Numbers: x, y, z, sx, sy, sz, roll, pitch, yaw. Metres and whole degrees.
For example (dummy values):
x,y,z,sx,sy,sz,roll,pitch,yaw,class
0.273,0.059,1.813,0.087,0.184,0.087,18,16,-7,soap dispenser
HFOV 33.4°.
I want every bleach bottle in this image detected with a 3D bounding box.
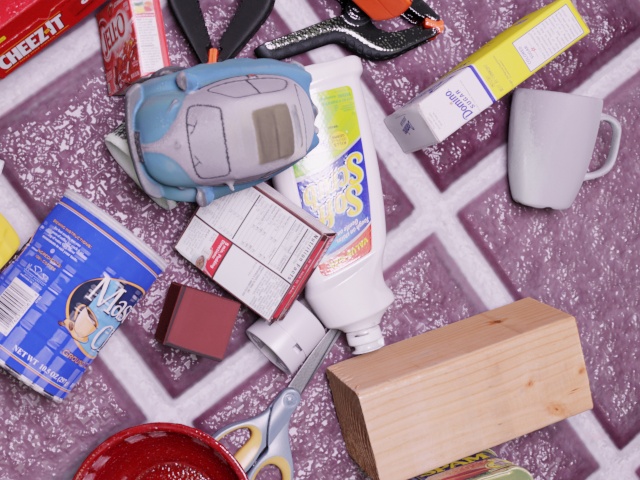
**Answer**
x,y,z,sx,sy,sz,roll,pitch,yaw,class
0.017,-0.027,0.936,0.102,0.068,0.251,-16,92,-10,bleach bottle

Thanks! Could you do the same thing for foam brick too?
x,y,z,sx,sy,sz,roll,pitch,yaw,class
-0.105,0.068,0.900,0.051,0.078,0.053,18,86,-14,foam brick

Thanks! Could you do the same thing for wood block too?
x,y,z,sx,sy,sz,roll,pitch,yaw,class
0.122,0.129,0.942,0.206,0.091,0.090,-18,104,-14,wood block

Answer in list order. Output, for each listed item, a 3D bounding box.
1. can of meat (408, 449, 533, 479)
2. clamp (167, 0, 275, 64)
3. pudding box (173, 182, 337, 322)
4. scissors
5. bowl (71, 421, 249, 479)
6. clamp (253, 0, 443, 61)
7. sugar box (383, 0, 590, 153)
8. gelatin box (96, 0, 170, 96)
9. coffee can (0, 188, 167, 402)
x,y,z,sx,sy,sz,roll,pitch,yaw,class
0.133,0.229,0.953,0.102,0.084,0.057,-13,92,-14,can of meat
-0.072,-0.249,0.922,0.164,0.036,0.210,-1,87,-1,clamp
-0.056,0.001,0.898,0.113,0.039,0.090,35,101,15,pudding box
-0.022,0.161,0.950,0.201,0.016,0.096,-39,99,-12,scissors
-0.129,0.232,0.888,0.162,0.055,0.162,-1,82,4,bowl
0.026,-0.216,0.960,0.171,0.039,0.120,1,92,-13,clamp
0.147,-0.148,0.960,0.176,0.093,0.048,-34,96,-13,sugar box
-0.157,-0.164,0.885,0.030,0.089,0.073,-9,91,-29,gelatin box
-0.206,0.044,0.861,0.102,0.103,0.140,39,80,-11,coffee can
